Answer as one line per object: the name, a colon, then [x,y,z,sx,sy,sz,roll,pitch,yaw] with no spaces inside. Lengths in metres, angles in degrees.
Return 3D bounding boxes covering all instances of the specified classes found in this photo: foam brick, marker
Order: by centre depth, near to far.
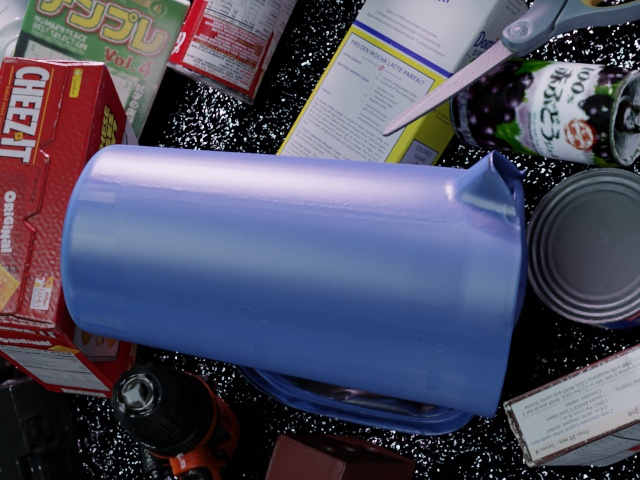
foam brick: [0.010,0.147,0.633,0.053,0.078,0.051,17,91,37]
marker: [-0.133,0.117,0.779,0.020,0.020,0.121,-32,63,26]

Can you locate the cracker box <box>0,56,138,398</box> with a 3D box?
cracker box: [-0.164,0.002,0.698,0.072,0.214,0.164,5,71,3]

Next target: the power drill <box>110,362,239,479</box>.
power drill: [-0.063,0.167,0.631,0.057,0.184,0.188,-20,72,2]

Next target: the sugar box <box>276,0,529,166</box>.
sugar box: [0.048,-0.095,0.682,0.093,0.048,0.176,39,100,37]

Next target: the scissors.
scissors: [0.114,-0.132,0.615,0.202,0.016,0.096,-23,51,4]

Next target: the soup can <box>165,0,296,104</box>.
soup can: [-0.059,-0.157,0.758,0.069,0.068,0.102,27,95,37]

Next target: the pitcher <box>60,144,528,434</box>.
pitcher: [-0.011,0.023,0.591,0.243,0.145,0.149,8,82,8]
